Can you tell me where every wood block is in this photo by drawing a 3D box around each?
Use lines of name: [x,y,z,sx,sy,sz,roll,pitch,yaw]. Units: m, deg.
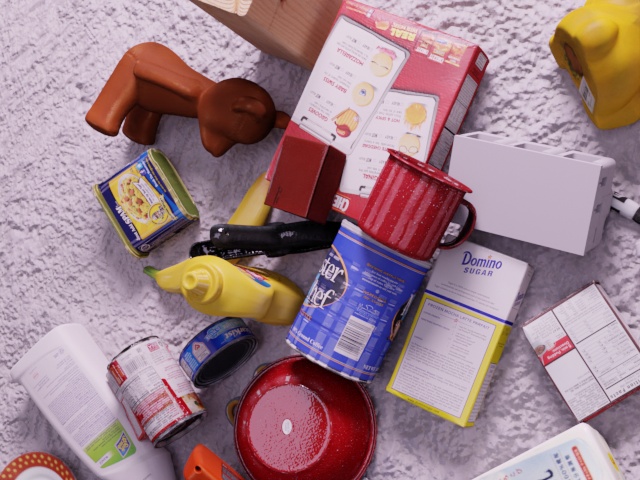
wood block: [-0.053,-0.256,1.124,0.090,0.205,0.091,25,92,22]

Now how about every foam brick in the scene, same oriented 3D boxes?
foam brick: [-0.015,-0.063,1.093,0.053,0.051,0.078,19,92,24]

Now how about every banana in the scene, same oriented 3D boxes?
banana: [-0.118,0.004,1.208,0.198,0.037,0.070,-36,73,14]

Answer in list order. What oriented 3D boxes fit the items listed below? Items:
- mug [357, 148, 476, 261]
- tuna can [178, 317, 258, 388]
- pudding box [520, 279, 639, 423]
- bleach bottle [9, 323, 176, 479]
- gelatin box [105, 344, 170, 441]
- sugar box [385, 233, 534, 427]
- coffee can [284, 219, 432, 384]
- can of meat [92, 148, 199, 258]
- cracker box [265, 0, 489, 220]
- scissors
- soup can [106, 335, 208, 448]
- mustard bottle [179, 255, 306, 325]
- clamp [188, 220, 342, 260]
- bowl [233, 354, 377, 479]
mug: [0.097,-0.029,1.036,0.081,0.117,0.093,-64,24,10]
tuna can: [-0.111,0.121,1.164,0.086,0.086,0.034,-44,68,11]
pudding box: [0.262,0.109,1.042,0.090,0.039,0.113,-34,74,14]
bleach bottle: [-0.248,0.219,1.220,0.103,0.068,0.251,-43,73,15]
gelatin box: [-0.188,0.171,1.196,0.089,0.073,0.030,59,146,17]
sugar box: [0.143,0.091,1.088,0.093,0.048,0.176,22,88,23]
coffee can: [0.039,0.063,1.102,0.103,0.102,0.140,28,94,22]
can of meat: [-0.199,-0.044,1.231,0.084,0.057,0.102,-33,83,12]
cracker box: [0.061,-0.128,1.135,0.164,0.072,0.214,25,94,23]
scissors: [-0.010,0.198,1.151,0.202,0.016,0.096,17,89,23]
soup can: [-0.175,0.161,1.144,0.068,0.068,0.102,-39,75,13]
mustard bottle: [-0.091,0.051,1.107,0.096,0.191,0.058,24,92,23]
clamp: [-0.058,0.001,1.148,0.120,0.171,0.039,-11,80,63]
bowl: [-0.025,0.197,1.117,0.162,0.055,0.162,-3,78,16]
